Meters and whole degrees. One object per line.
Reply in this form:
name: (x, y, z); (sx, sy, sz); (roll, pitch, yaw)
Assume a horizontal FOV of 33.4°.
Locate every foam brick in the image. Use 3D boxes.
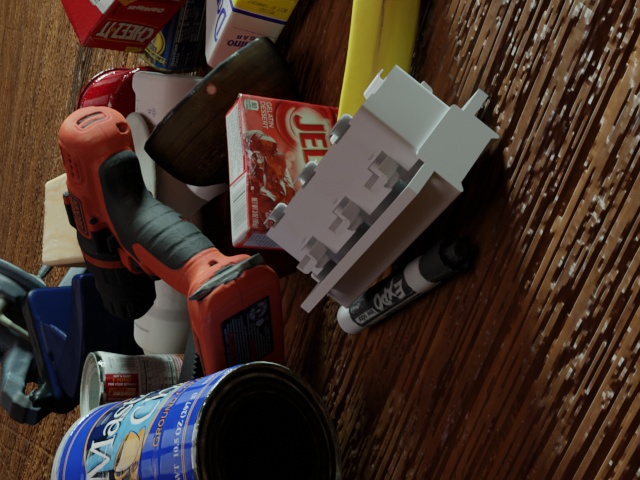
foam brick: (-0.055, 0.001, 0.735); (0.078, 0.051, 0.053); (157, 116, -63)

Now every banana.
banana: (0.032, -0.116, 0.582); (0.069, 0.037, 0.198); (-168, 84, -85)

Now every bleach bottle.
bleach bottle: (-0.124, -0.010, 0.880); (0.103, 0.068, 0.251); (-154, 68, -65)

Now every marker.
marker: (0.042, 0.024, 0.553); (0.121, 0.020, 0.020); (140, 129, -59)

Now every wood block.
wood block: (-0.202, -0.019, 1.020); (0.206, 0.090, 0.090); (175, 97, -65)

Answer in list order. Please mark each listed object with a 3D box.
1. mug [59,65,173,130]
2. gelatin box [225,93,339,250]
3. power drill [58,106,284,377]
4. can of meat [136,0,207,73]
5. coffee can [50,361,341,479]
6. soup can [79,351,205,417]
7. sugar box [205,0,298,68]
mug: (-0.172, -0.108, 0.944); (0.082, 0.117, 0.093); (5, 108, 61)
gelatin box: (-0.015, -0.039, 0.626); (0.030, 0.073, 0.089); (140, 130, -57)
power drill: (-0.101, 0.025, 0.695); (0.188, 0.057, 0.184); (39, 149, 33)
can of meat: (-0.134, -0.203, 0.916); (0.102, 0.057, 0.084); (47, 134, 34)
coffee can: (-0.073, 0.132, 0.606); (0.141, 0.102, 0.103); (-21, 65, 43)
soup can: (-0.126, 0.118, 0.813); (0.069, 0.102, 0.068); (-176, 90, -66)
sugar box: (-0.033, -0.200, 0.716); (0.176, 0.048, 0.093); (130, 145, -49)
